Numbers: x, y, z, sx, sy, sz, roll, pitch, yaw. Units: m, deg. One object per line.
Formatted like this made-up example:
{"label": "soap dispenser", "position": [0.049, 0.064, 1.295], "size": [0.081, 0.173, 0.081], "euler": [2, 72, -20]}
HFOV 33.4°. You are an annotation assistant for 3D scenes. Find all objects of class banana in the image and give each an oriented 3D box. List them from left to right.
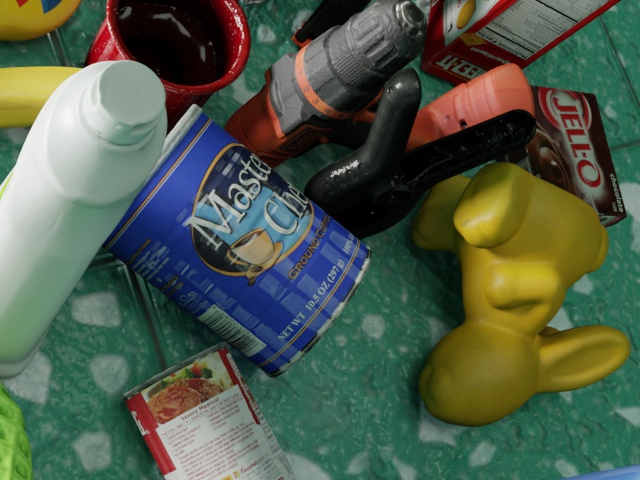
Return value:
{"label": "banana", "position": [-0.193, -0.078, 0.624], "size": [0.197, 0.069, 0.037], "euler": [-4, 114, -7]}

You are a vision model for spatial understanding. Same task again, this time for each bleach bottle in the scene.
{"label": "bleach bottle", "position": [-0.133, -0.010, 0.522], "size": [0.068, 0.251, 0.102], "euler": [27, 60, -17]}

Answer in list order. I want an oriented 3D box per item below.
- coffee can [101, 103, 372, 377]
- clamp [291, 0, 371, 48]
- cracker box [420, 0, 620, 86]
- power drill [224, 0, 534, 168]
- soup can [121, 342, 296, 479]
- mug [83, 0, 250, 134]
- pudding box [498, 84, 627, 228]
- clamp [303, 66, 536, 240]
{"label": "coffee can", "position": [-0.054, 0.001, 0.649], "size": [0.140, 0.103, 0.102], "euler": [39, 57, -10]}
{"label": "clamp", "position": [0.055, -0.221, 0.770], "size": [0.036, 0.210, 0.164], "euler": [37, 21, -10]}
{"label": "cracker box", "position": [0.170, -0.226, 0.793], "size": [0.072, 0.214, 0.164], "euler": [22, 62, -21]}
{"label": "power drill", "position": [0.053, -0.094, 0.708], "size": [0.187, 0.185, 0.057], "euler": [4, 69, -37]}
{"label": "soup can", "position": [-0.062, 0.119, 0.619], "size": [0.068, 0.069, 0.102], "euler": [-25, 84, -33]}
{"label": "mug", "position": [-0.096, -0.126, 0.689], "size": [0.093, 0.082, 0.117], "euler": [43, 57, -7]}
{"label": "pudding box", "position": [0.186, -0.065, 0.843], "size": [0.089, 0.039, 0.113], "euler": [1, 70, -29]}
{"label": "clamp", "position": [0.039, -0.047, 0.673], "size": [0.120, 0.172, 0.039], "euler": [25, 40, -42]}
